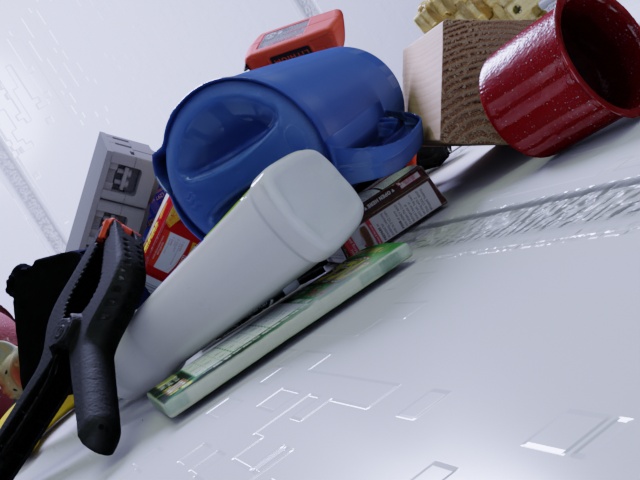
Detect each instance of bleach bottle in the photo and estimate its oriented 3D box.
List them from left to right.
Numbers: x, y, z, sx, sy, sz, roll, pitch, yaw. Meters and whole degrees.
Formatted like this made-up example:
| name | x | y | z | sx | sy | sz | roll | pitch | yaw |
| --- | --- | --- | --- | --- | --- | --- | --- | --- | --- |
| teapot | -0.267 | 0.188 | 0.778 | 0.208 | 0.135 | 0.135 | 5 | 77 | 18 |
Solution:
| name | x | y | z | sx | sy | sz | roll | pitch | yaw |
| --- | --- | --- | --- | --- | --- | --- | --- | --- | --- |
| bleach bottle | -0.084 | 0.043 | 0.731 | 0.251 | 0.068 | 0.102 | -41 | 1 | 28 |

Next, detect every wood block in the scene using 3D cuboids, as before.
| name | x | y | z | sx | sy | sz | roll | pitch | yaw |
| --- | --- | --- | --- | --- | --- | --- | --- | --- | --- |
| wood block | 0.124 | -0.122 | 0.866 | 0.090 | 0.091 | 0.206 | 0 | 4 | -3 |

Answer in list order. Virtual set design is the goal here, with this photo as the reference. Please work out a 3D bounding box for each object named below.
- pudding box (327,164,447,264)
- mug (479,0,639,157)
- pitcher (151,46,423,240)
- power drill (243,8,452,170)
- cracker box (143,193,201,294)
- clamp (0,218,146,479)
| name | x | y | z | sx | sy | sz | roll | pitch | yaw |
| --- | --- | --- | --- | --- | --- | --- | --- | --- | --- |
| pudding box | 0.039 | -0.019 | 0.835 | 0.090 | 0.039 | 0.113 | -34 | 4 | -8 |
| mug | 0.168 | -0.105 | 0.704 | 0.117 | 0.093 | 0.082 | 2 | -22 | -35 |
| pitcher | -0.005 | -0.083 | 0.845 | 0.145 | 0.149 | 0.242 | -51 | -4 | 28 |
| power drill | 0.020 | -0.130 | 1.064 | 0.185 | 0.187 | 0.057 | -14 | 29 | 21 |
| cracker box | -0.115 | -0.020 | 0.994 | 0.164 | 0.072 | 0.213 | -63 | 10 | 16 |
| clamp | -0.155 | 0.071 | 0.711 | 0.165 | 0.036 | 0.210 | -21 | 42 | 46 |
